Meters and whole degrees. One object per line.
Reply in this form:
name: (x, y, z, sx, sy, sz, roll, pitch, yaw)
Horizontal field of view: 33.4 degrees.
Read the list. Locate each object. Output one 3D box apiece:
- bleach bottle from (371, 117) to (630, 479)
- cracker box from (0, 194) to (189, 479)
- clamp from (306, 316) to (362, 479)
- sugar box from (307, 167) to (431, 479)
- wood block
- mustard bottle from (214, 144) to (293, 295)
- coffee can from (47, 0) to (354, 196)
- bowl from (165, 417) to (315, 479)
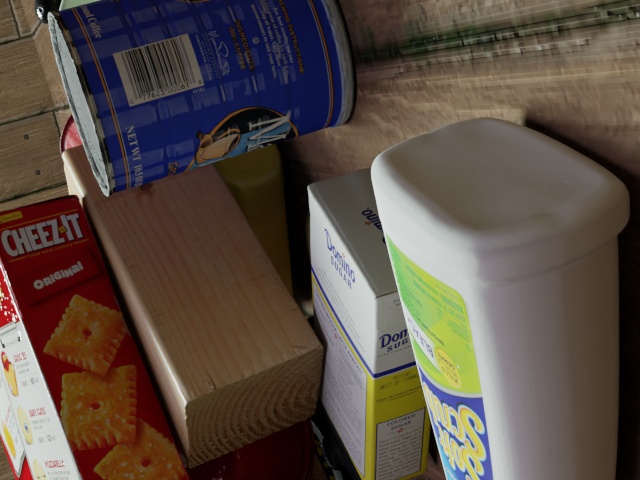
bleach bottle: (0.082, 0.082, 0.430, 0.103, 0.068, 0.251, -133, 26, -58)
cracker box: (-0.171, 0.098, 0.713, 0.164, 0.072, 0.214, -37, 73, 57)
clamp: (0.019, 0.137, 0.760, 0.171, 0.039, 0.120, 57, 164, 27)
sugar box: (0.030, 0.055, 0.612, 0.176, 0.048, 0.093, 92, 156, -44)
wood block: (-0.086, 0.027, 0.693, 0.206, 0.090, 0.090, 58, 158, 31)
mustard bottle: (-0.056, 0.001, 0.823, 0.096, 0.058, 0.192, 50, 155, 42)
coffee can: (-0.066, -0.093, 0.587, 0.103, 0.140, 0.103, 161, 90, -75)
bowl: (-0.088, 0.149, 0.771, 0.055, 0.162, 0.162, -20, -88, -67)
